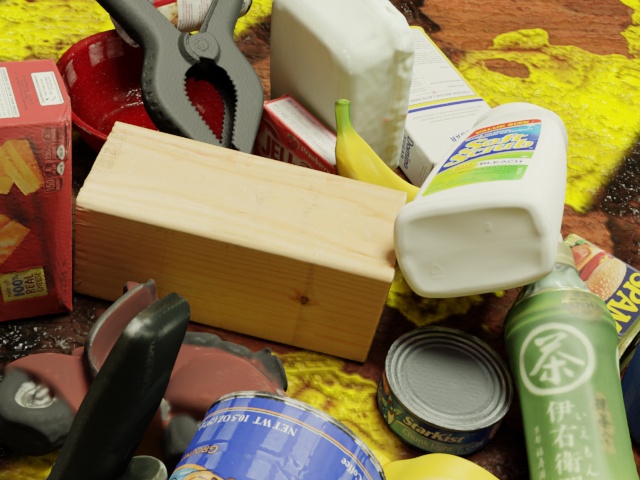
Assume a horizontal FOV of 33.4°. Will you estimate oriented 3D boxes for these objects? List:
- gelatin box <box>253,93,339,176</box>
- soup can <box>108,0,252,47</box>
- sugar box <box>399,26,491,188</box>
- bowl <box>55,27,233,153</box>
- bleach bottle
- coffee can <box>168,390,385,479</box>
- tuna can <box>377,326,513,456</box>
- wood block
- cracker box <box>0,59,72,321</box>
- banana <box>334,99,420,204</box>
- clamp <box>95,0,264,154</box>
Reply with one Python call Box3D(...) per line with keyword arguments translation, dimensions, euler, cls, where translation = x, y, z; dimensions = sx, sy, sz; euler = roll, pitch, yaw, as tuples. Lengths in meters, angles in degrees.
Box3D(translation=(-0.015, -0.057, 0.813), dimensions=(0.030, 0.073, 0.089), euler=(-25, 55, -33), cls="gelatin box")
Box3D(translation=(-0.113, -0.201, 0.860), dimensions=(0.102, 0.069, 0.069), euler=(-24, 55, -35), cls="soup can")
Box3D(translation=(0.087, -0.115, 0.923), dimensions=(0.093, 0.048, 0.176), euler=(-12, 52, -25), cls="sugar box")
Box3D(translation=(-0.131, -0.102, 0.845), dimensions=(0.162, 0.055, 0.162), euler=(7, 43, -7), cls="bowl")
Box3D(translation=(0.124, -0.046, 0.763), dimensions=(0.103, 0.068, 0.250), euler=(-8, 22, 18), cls="bleach bottle")
Box3D(translation=(-0.039, 0.157, 0.502), dimensions=(0.103, 0.103, 0.140), euler=(22, 49, 9), cls="coffee can")
Box3D(translation=(0.081, 0.099, 0.703), dimensions=(0.086, 0.034, 0.086), euler=(7, 43, -7), cls="tuna can")
Box3D(translation=(-0.055, 0.002, 0.729), dimensions=(0.206, 0.091, 0.090), euler=(14, 44, 0), cls="wood block")
Box3D(translation=(-0.260, -0.017, 0.643), dimensions=(0.213, 0.164, 0.072), euler=(-8, 45, -22), cls="cracker box")
Box3D(translation=(0.071, -0.036, 0.794), dimensions=(0.037, 0.069, 0.197), euler=(23, -2, 45), cls="banana")
Box3D(translation=(-0.104, -0.139, 0.780), dimensions=(0.164, 0.036, 0.210), euler=(-2, 71, -30), cls="clamp")
